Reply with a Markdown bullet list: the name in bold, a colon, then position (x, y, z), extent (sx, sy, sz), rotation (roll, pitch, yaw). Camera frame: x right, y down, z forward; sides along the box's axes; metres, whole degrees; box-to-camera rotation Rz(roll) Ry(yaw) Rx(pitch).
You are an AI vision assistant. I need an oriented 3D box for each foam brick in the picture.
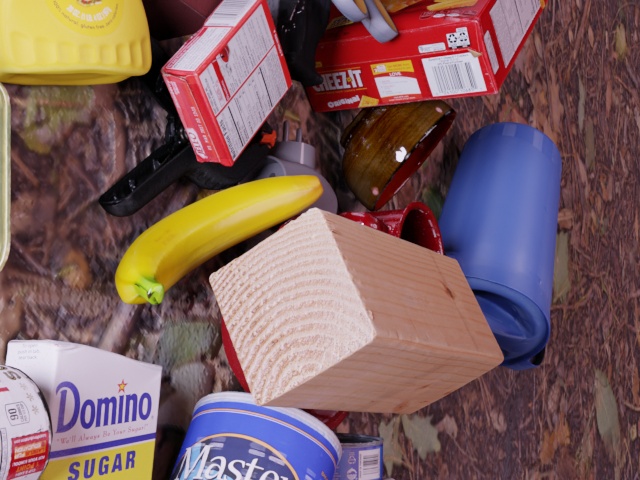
- **foam brick**: position (-0.103, -0.169, 0.676), extent (0.078, 0.053, 0.051), rotation (28, 62, -56)

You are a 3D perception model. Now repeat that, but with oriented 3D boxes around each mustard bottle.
- **mustard bottle**: position (-0.148, -0.185, 0.592), extent (0.096, 0.058, 0.191), rotation (-7, 92, -42)

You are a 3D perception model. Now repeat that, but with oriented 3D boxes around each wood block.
- **wood block**: position (0.032, 0.055, 0.707), extent (0.205, 0.090, 0.091), rotation (18, 44, -58)

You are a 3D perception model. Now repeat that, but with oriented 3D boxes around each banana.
- **banana**: position (-0.072, 0.000, 0.691), extent (0.197, 0.070, 0.037), rotation (-39, 132, -51)

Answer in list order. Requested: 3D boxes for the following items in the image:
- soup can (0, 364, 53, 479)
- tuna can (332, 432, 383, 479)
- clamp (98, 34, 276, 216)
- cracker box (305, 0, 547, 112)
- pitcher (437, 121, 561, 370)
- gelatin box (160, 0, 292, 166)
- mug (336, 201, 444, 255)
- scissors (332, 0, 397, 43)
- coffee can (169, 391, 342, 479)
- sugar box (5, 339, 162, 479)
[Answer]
- **soup can**: position (-0.183, 0.095, 0.492), extent (0.102, 0.069, 0.068), rotation (0, 87, -60)
- **tuna can**: position (0.004, 0.163, 0.790), extent (0.086, 0.086, 0.034), rotation (9, 80, -59)
- **clamp**: position (-0.088, -0.065, 0.707), extent (0.171, 0.039, 0.120), rotation (17, 83, -56)
- **cracker box**: position (0.094, -0.195, 0.912), extent (0.213, 0.164, 0.072), rotation (-57, 135, -46)
- **pitcher**: position (0.182, 0.003, 1.080), extent (0.149, 0.145, 0.242), rotation (100, 7, -50)
- **gelatin box**: position (-0.058, -0.103, 0.681), extent (0.089, 0.030, 0.073), rotation (-57, 144, -34)
- **mug**: position (0.042, 0.011, 0.878), extent (0.117, 0.082, 0.093), rotation (43, 50, -50)
- **scissors**: position (-0.009, -0.230, 0.788), extent (0.202, 0.016, 0.096), rotation (54, 20, -1)
- **coffee can**: position (-0.053, 0.181, 0.671), extent (0.102, 0.103, 0.140), rotation (55, 42, -42)
- **sugar box**: position (-0.137, 0.148, 0.588), extent (0.093, 0.048, 0.176), rotation (26, 65, -56)
